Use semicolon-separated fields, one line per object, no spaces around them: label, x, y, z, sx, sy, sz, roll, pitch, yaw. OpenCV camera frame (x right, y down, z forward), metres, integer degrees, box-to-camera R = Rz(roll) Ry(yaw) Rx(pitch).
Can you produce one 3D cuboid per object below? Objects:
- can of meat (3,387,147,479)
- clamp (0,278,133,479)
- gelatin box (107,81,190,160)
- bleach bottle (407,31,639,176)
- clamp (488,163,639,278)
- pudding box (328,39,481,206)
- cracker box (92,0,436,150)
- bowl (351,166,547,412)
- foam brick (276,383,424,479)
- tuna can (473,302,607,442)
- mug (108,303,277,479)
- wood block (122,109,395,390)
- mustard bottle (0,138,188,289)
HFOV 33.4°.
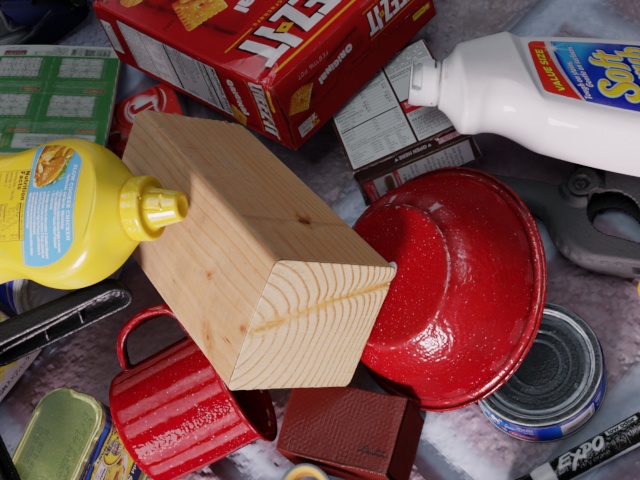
can of meat;-0.162;0.157;0.709;0.057;0.084;0.102;14;70;22
clamp;-0.229;0.080;0.709;0.210;0.036;0.164;14;64;30
gelatin box;-0.136;-0.076;0.846;0.073;0.030;0.089;-23;61;5
bleach bottle;0.182;-0.085;0.694;0.251;0.068;0.102;6;54;3
clamp;0.167;-0.028;0.725;0.120;0.039;0.172;-37;53;5
pudding box;0.055;-0.088;0.775;0.090;0.039;0.113;-24;43;6
cracker box;-0.047;-0.180;0.819;0.214;0.072;0.164;30;67;36
bowl;0.061;0.027;0.680;0.162;0.055;0.162;-12;72;41
foam brick;0.019;0.125;0.688;0.078;0.051;0.053;10;69;22
tuna can;0.138;0.083;0.681;0.086;0.033;0.086;-7;63;14
mug;-0.092;0.098;0.706;0.081;0.093;0.117;-28;100;8
wood block;-0.055;0.000;0.701;0.206;0.090;0.090;45;122;46
mustard bottle;-0.174;-0.017;0.688;0.192;0.058;0.096;-3;73;21
